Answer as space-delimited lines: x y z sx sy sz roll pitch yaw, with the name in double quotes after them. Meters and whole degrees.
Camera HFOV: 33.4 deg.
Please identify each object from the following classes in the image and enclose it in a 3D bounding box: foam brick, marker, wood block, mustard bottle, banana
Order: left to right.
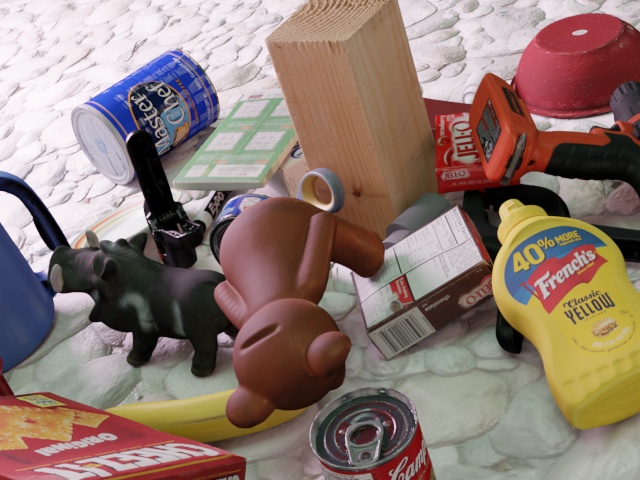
-0.113 -0.035 1.104 0.020 0.020 0.121 -3 36 24 "marker"
-0.084 0.133 0.831 0.198 0.037 0.069 -13 6 5 "banana"
0.036 -0.110 0.966 0.091 0.206 0.090 8 41 35 "wood block"
0.123 -0.104 1.057 0.078 0.051 0.052 16 47 42 "foam brick"
0.179 0.038 0.770 0.096 0.058 0.192 -25 48 -1 "mustard bottle"

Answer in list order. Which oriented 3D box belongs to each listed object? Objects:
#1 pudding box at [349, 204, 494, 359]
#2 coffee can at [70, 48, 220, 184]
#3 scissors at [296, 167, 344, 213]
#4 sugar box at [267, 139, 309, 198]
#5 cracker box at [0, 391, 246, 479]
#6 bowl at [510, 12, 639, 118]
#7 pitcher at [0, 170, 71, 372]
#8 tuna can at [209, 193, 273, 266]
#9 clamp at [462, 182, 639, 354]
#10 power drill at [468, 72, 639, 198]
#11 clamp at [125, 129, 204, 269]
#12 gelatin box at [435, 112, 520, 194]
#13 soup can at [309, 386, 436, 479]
0.084 0.032 0.862 0.113 0.039 0.090 -31 30 11 "pudding box"
-0.201 -0.144 1.234 0.103 0.103 0.140 19 48 44 "coffee can"
-0.027 -0.040 1.009 0.016 0.096 0.202 -23 34 -29 "scissors"
0.013 -0.114 1.134 0.176 0.048 0.093 -30 34 -19 "sugar box"
-0.183 0.163 0.730 0.214 0.072 0.163 8 4 37 "cracker box"
0.272 -0.191 1.108 0.162 0.055 0.162 -13 33 8 "bowl"
-0.338 -0.002 0.963 0.145 0.243 0.149 -2 42 19 "pitcher"
-0.056 0.001 0.962 0.086 0.086 0.033 -1 39 26 "tuna can"
0.170 0.007 0.883 0.164 0.036 0.210 -30 35 -14 "clamp"
0.226 -0.093 0.915 0.187 0.057 0.184 7 36 -10 "power drill"
-0.145 -0.028 0.985 0.039 0.120 0.172 -20 -11 -16 "clamp"
0.141 -0.082 0.961 0.073 0.030 0.089 -5 39 12 "gelatin box"
0.039 0.152 0.673 0.068 0.102 0.068 -13 33 9 "soup can"
